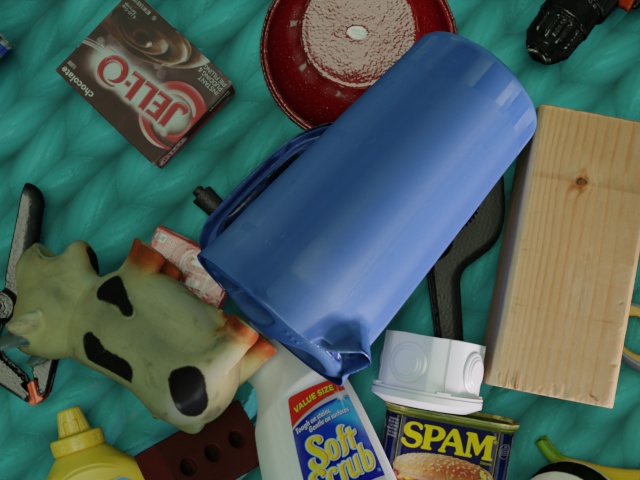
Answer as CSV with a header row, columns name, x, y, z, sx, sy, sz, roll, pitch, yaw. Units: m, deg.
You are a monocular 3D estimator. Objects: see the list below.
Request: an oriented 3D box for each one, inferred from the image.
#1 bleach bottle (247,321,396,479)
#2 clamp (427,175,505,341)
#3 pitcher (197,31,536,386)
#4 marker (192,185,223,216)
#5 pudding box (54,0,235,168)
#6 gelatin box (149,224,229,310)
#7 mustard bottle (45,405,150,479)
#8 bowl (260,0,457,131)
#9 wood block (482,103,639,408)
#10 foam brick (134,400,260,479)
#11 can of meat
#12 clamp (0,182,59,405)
name,x,y,z,sx,sy,sz,roll,pitch,yaw
bleach bottle,-0.005,0.159,0.769,0.102,0.068,0.251,-7,56,-27
clamp,0.089,0.009,0.830,0.164,0.036,0.210,38,84,-6
pitcher,0.032,-0.033,0.756,0.149,0.145,0.242,42,79,-2
marker,-0.056,0.001,0.845,0.121,0.020,0.020,44,88,5
pudding box,-0.138,-0.127,0.848,0.113,0.039,0.090,43,88,5
gelatin box,-0.112,0.043,0.837,0.073,0.030,0.089,27,87,4
mustard bottle,-0.164,0.219,0.809,0.096,0.058,0.191,-17,85,-10
bowl,0.030,-0.158,0.838,0.162,0.055,0.162,0,85,2
wood block,0.184,0.014,0.801,0.091,0.090,0.206,11,86,3
foam brick,-0.090,0.163,0.800,0.078,0.051,0.053,-26,84,-34
can of meat,0.092,0.170,0.808,0.102,0.057,0.084,10,88,3
clamp,-0.243,0.042,0.838,0.120,0.039,0.171,-31,91,3
